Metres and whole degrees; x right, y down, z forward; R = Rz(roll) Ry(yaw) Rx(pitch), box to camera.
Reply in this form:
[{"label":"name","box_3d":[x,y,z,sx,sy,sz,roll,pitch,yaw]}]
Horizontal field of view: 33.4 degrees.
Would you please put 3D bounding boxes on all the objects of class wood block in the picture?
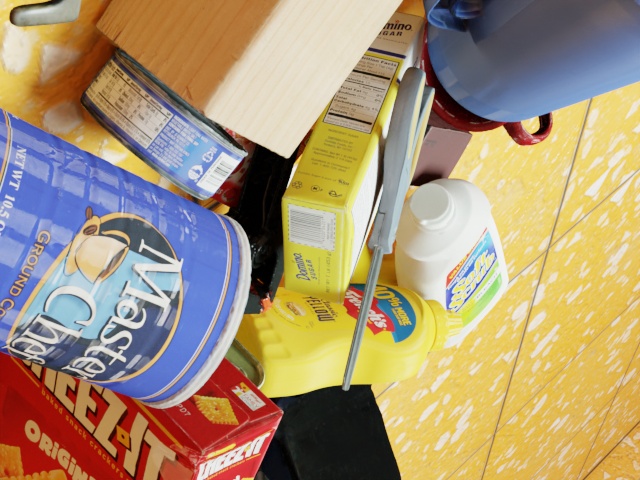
[{"label":"wood block","box_3d":[-0.005,-0.157,0.535,0.206,0.091,0.090,-54,154,8]}]

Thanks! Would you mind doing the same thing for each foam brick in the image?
[{"label":"foam brick","box_3d":[0.069,-0.075,0.806,0.078,0.051,0.053,2,123,-59]}]

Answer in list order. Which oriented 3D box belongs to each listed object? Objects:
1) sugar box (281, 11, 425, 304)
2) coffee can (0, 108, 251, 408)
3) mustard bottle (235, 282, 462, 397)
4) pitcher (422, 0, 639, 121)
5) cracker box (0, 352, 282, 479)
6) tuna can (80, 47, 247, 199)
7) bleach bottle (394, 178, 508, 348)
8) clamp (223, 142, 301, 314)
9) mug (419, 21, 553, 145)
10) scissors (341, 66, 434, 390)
[{"label":"sugar box","box_3d":[0.022,-0.058,0.680,0.093,0.048,0.176,92,14,-52]},{"label":"coffee can","box_3d":[-0.118,0.009,0.501,0.140,0.103,0.103,26,104,-33]},{"label":"mustard bottle","box_3d":[0.024,0.069,0.804,0.191,0.096,0.058,-2,120,-27]},{"label":"pitcher","box_3d":[0.140,-0.142,0.593,0.145,0.149,0.243,-56,-171,-14]},{"label":"cracker box","box_3d":[-0.132,0.137,0.642,0.071,0.164,0.214,-20,142,-49]},{"label":"tuna can","box_3d":[-0.081,-0.059,0.551,0.034,0.086,0.086,-50,154,5]},{"label":"bleach bottle","box_3d":[0.098,0.015,0.865,0.102,0.068,0.250,-46,159,-3]},{"label":"clamp","box_3d":[-0.054,0.001,0.655,0.120,0.039,0.171,-37,150,-29]},{"label":"mug","box_3d":[0.135,-0.124,0.780,0.081,0.117,0.093,-29,178,-45]},{"label":"scissors","box_3d":[0.039,-0.018,0.641,0.096,0.016,0.201,80,25,-64]}]
